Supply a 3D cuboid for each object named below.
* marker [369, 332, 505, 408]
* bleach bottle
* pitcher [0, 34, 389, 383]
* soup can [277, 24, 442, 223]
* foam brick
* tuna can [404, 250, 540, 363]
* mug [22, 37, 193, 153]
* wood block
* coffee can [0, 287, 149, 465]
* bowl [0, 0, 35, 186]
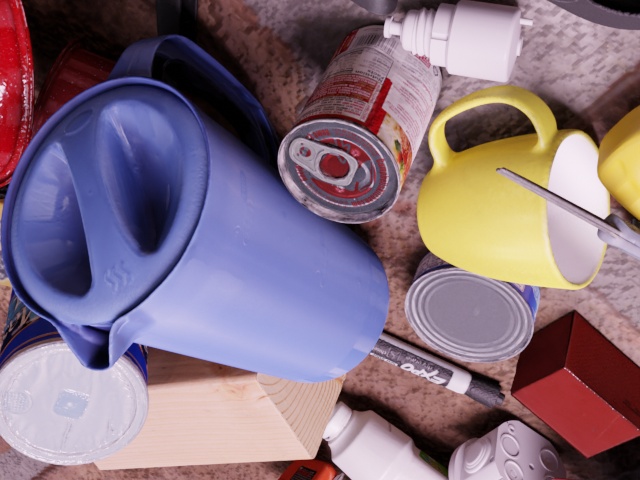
[{"bbox_3d":[0.078,0.091,0.777,0.121,0.020,0.020,24,136,2],"label":"marker"},{"bbox_3d":[0.096,0.210,0.838,0.251,0.068,0.102,39,175,-4],"label":"bleach bottle"},{"bbox_3d":[-0.054,0.001,0.628,0.149,0.145,0.242,-47,147,8],"label":"pitcher"},{"bbox_3d":[0.025,-0.068,0.596,0.068,0.102,0.068,13,134,13],"label":"soup can"},{"bbox_3d":[0.175,0.098,0.715,0.078,0.053,0.051,40,134,-14],"label":"foam brick"},{"bbox_3d":[0.101,0.040,0.708,0.086,0.033,0.086,13,134,13],"label":"tuna can"},{"bbox_3d":[-0.133,-0.064,0.665,0.081,0.117,0.093,21,119,-2],"label":"mug"},{"bbox_3d":[-0.098,0.112,0.826,0.206,0.090,0.090,-10,125,31],"label":"wood block"},{"bbox_3d":[-0.173,0.073,0.755,0.102,0.140,0.103,-4,121,-7],"label":"coffee can"},{"bbox_3d":[-0.232,-0.108,0.646,0.162,0.055,0.162,20,115,49],"label":"bowl"}]
